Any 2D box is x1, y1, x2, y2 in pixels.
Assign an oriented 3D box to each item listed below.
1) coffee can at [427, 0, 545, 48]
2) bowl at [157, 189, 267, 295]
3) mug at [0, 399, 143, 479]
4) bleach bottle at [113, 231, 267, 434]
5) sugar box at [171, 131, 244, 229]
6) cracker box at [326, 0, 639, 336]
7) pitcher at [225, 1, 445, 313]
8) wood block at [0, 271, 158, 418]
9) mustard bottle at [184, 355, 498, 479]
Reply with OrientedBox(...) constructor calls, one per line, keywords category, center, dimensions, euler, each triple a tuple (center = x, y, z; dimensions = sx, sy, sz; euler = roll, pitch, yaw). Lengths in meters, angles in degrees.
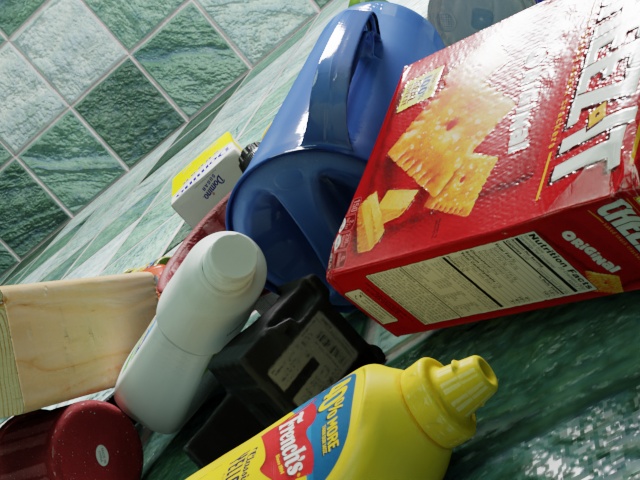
OrientedBox(category="coffee can", center=(0.170, -0.237, 1.009), dimensions=(0.103, 0.102, 0.140), euler=(-30, 17, 40))
OrientedBox(category="bowl", center=(-0.056, 0.001, 0.861), dimensions=(0.162, 0.055, 0.162), euler=(-40, 16, 13))
OrientedBox(category="mug", center=(-0.190, 0.169, 0.772), dimensions=(0.082, 0.093, 0.117), euler=(-22, 16, 42))
OrientedBox(category="bleach bottle", center=(-0.081, 0.053, 0.721), dimensions=(0.102, 0.068, 0.251), euler=(-58, 2, -30))
OrientedBox(category="sugar box", center=(-0.121, -0.070, 1.194), dimensions=(0.093, 0.048, 0.176), euler=(-42, 11, 2))
OrientedBox(category="cracker box", center=(0.111, -0.048, 0.555), dimensions=(0.214, 0.072, 0.164), euler=(-19, 42, 50))
OrientedBox(category="pitcher", center=(0.027, -0.081, 0.761), dimensions=(0.149, 0.145, 0.242), euler=(-37, 22, 35))
OrientedBox(category="wood block", center=(-0.209, 0.079, 0.819), dimensions=(0.091, 0.090, 0.205), euler=(-13, -3, 21))
OrientedBox(category="mustard bottle", center=(0.001, 0.110, 0.498), dimensions=(0.192, 0.058, 0.096), euler=(-36, 16, 21))
